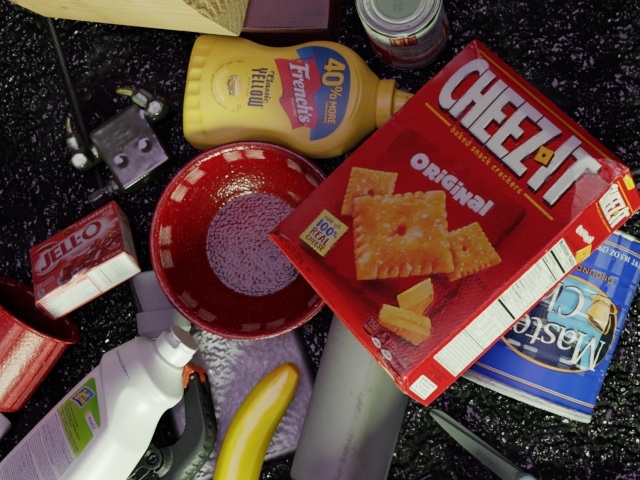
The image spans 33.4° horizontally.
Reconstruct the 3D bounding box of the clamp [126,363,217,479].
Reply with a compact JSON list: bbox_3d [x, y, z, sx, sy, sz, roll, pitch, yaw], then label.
[{"bbox_3d":[-0.126,0.190,0.883,0.120,0.039,0.171,28,92,15],"label":"clamp"}]

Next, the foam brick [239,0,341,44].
[{"bbox_3d":[-0.025,-0.195,0.894,0.078,0.051,0.053,3,87,10],"label":"foam brick"}]

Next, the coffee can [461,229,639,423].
[{"bbox_3d":[0.179,0.055,0.813,0.103,0.102,0.140,20,88,10],"label":"coffee can"}]

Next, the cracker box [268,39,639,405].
[{"bbox_3d":[0.093,-0.016,0.767,0.214,0.072,0.164,-44,59,3],"label":"cracker box"}]

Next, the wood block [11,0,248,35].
[{"bbox_3d":[-0.164,-0.230,0.875,0.206,0.090,0.091,11,87,27],"label":"wood block"}]

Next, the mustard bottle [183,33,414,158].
[{"bbox_3d":[-0.014,-0.117,0.882,0.192,0.058,0.096,5,80,10],"label":"mustard bottle"}]

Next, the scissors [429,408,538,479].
[{"bbox_3d":[0.184,0.189,0.845,0.096,0.016,0.202,-37,80,3],"label":"scissors"}]

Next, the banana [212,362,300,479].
[{"bbox_3d":[-0.056,0.197,0.873,0.070,0.037,0.198,2,84,14],"label":"banana"}]

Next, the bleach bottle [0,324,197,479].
[{"bbox_3d":[-0.188,0.171,0.859,0.251,0.068,0.103,-47,49,10],"label":"bleach bottle"}]

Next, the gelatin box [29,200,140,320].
[{"bbox_3d":[-0.200,0.016,0.897,0.089,0.030,0.073,-29,41,5],"label":"gelatin box"}]

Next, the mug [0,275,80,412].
[{"bbox_3d":[-0.270,0.084,0.885,0.081,0.117,0.093,-54,40,7],"label":"mug"}]

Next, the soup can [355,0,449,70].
[{"bbox_3d":[0.067,-0.181,0.852,0.068,0.102,0.068,-1,85,9],"label":"soup can"}]

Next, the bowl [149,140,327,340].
[{"bbox_3d":[-0.056,0.001,0.877,0.162,0.055,0.162,0,86,5],"label":"bowl"}]
